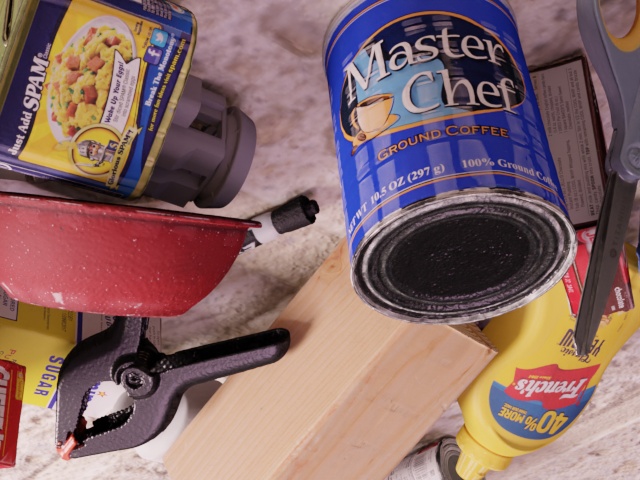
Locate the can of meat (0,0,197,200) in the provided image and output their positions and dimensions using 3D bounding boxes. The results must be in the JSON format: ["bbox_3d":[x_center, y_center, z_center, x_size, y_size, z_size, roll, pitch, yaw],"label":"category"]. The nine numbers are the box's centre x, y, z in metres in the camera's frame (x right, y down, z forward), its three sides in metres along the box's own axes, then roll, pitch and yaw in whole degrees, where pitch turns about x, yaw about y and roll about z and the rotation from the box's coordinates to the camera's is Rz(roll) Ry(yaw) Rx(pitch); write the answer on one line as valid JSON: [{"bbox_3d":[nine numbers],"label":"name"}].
[{"bbox_3d":[-0.113,-0.075,0.497,0.083,0.057,0.102,15,107,-30],"label":"can of meat"}]

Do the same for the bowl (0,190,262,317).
[{"bbox_3d":[-0.114,0.007,0.562,0.162,0.055,0.162,7,-179,0],"label":"bowl"}]

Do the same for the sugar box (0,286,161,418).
[{"bbox_3d":[-0.204,0.069,0.715,0.176,0.048,0.093,20,136,-30],"label":"sugar box"}]

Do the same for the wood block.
[{"bbox_3d":[0.002,0.109,0.695,0.090,0.091,0.206,29,106,-40],"label":"wood block"}]

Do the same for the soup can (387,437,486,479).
[{"bbox_3d":[0.089,0.225,0.954,0.068,0.068,0.102,28,132,-37],"label":"soup can"}]

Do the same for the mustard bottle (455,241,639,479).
[{"bbox_3d":[0.144,0.082,0.709,0.096,0.058,0.192,18,111,-28],"label":"mustard bottle"}]

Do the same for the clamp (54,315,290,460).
[{"bbox_3d":[-0.117,0.070,0.675,0.171,0.039,0.120,-37,97,14],"label":"clamp"}]

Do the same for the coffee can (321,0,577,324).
[{"bbox_3d":[0.058,-0.045,0.516,0.102,0.140,0.103,-4,144,-3],"label":"coffee can"}]

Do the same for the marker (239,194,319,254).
[{"bbox_3d":[-0.054,0.001,0.665,0.121,0.020,0.020,-23,141,22],"label":"marker"}]
